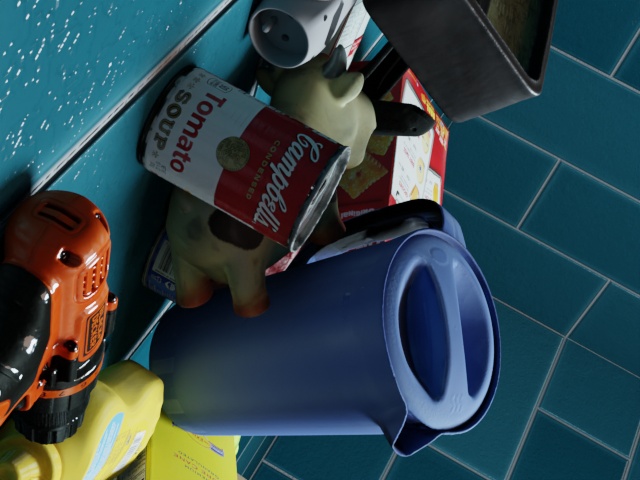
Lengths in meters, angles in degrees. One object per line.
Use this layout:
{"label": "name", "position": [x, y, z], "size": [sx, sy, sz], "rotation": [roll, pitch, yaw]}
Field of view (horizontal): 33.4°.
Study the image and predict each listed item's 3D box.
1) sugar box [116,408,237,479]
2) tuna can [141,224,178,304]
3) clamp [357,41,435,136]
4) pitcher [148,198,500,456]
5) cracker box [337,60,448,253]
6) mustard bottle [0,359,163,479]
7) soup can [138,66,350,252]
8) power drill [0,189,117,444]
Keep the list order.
{"label": "sugar box", "position": [-0.103, 0.188, 0.780], "size": [0.048, 0.093, 0.176], "rotation": [-44, -154, 13]}
{"label": "tuna can", "position": [-0.091, 0.004, 0.765], "size": [0.086, 0.034, 0.086], "rotation": [-60, 173, -12]}
{"label": "clamp", "position": [0.035, -0.116, 0.854], "size": [0.210, 0.036, 0.164], "rotation": [-24, -145, 49]}
{"label": "pitcher", "position": [-0.003, 0.068, 0.759], "size": [0.243, 0.145, 0.149], "rotation": [-13, -173, 39]}
{"label": "cracker box", "position": [0.068, -0.050, 1.074], "size": [0.164, 0.072, 0.213], "rotation": [44, 51, -60]}
{"label": "mustard bottle", "position": [-0.158, 0.129, 0.669], "size": [0.096, 0.058, 0.191], "rotation": [-55, 174, 4]}
{"label": "soup can", "position": [-0.043, -0.047, 0.607], "size": [0.068, 0.102, 0.068], "rotation": [-59, 173, -12]}
{"label": "power drill", "position": [-0.161, 0.089, 0.487], "size": [0.185, 0.057, 0.187], "rotation": [107, 11, -47]}
